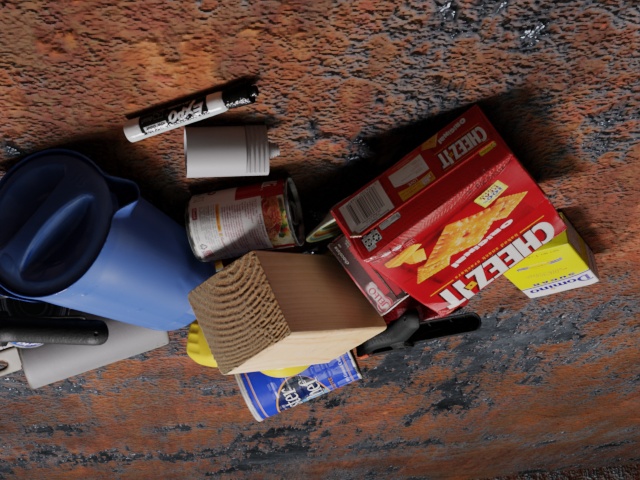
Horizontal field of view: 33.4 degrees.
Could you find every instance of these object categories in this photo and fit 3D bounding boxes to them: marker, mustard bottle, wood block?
[{"bbox_3d":[-0.105,-0.105,0.873,0.121,0.020,0.020,-15,157,20],"label":"marker"},{"bbox_3d":[-0.058,0.110,1.255,0.192,0.096,0.058,6,154,24],"label":"mustard bottle"},{"bbox_3d":[-0.029,0.072,1.081,0.090,0.091,0.205,-33,163,23],"label":"wood block"}]

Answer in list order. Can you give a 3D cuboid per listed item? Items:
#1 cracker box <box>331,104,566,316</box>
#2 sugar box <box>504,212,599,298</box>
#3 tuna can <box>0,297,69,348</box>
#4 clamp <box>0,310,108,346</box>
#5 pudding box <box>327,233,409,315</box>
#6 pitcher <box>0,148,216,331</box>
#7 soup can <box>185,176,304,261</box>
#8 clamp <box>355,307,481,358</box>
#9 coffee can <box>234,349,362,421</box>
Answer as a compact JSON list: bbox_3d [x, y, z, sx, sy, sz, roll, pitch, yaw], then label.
[{"bbox_3d":[0.131,-0.019,1.020,0.164,0.072,0.213,-36,150,11],"label":"cracker box"},{"bbox_3d":[0.266,0.022,1.264,0.093,0.048,0.176,-16,156,22],"label":"sugar box"},{"bbox_3d":[-0.321,0.073,1.174,0.086,0.086,0.034,9,152,-34],"label":"tuna can"},{"bbox_3d":[-0.316,0.088,1.059,0.209,0.036,0.165,3,176,-26],"label":"clamp"},{"bbox_3d":[0.056,0.029,1.107,0.039,0.090,0.113,-38,174,12],"label":"pudding box"},{"bbox_3d":[-0.206,0.017,1.013,0.149,0.145,0.242,22,173,25],"label":"pitcher"},{"bbox_3d":[-0.072,-0.019,1.034,0.102,0.068,0.068,-10,158,10],"label":"soup can"},{"bbox_3d":[0.097,0.113,1.301,0.172,0.039,0.120,-23,151,37],"label":"clamp"},{"bbox_3d":[-0.031,0.150,1.323,0.140,0.103,0.103,-23,157,2],"label":"coffee can"}]
